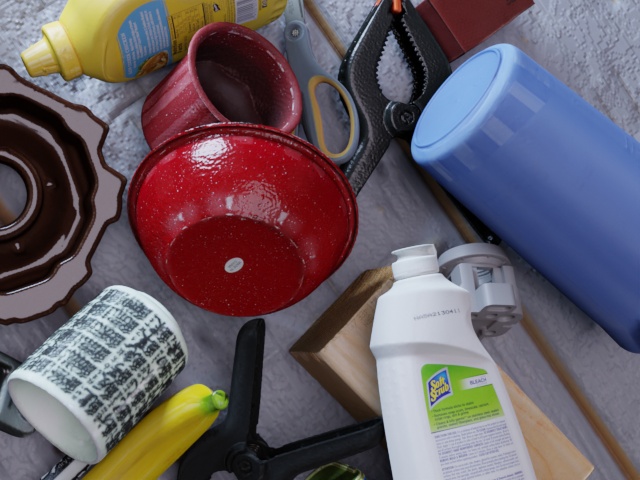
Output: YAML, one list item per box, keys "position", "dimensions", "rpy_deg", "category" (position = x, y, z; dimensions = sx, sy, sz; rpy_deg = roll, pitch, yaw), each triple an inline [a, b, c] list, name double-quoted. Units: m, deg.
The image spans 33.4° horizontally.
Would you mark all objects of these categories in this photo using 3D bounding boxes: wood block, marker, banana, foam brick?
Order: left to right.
- position: [-0.174, 0.158, 0.729]
  dimensions: [0.121, 0.020, 0.020]
  rpy_deg: [-43, 97, -29]
  category: "marker"
- position: [-0.134, 0.158, 0.716]
  dimensions: [0.198, 0.069, 0.037]
  rpy_deg: [-45, 84, 6]
  category: "banana"
- position: [0.086, 0.123, 0.785]
  dimensions: [0.206, 0.091, 0.090]
  rpy_deg: [46, 75, -8]
  category: "wood block"
- position: [0.118, -0.182, 0.843]
  dimensions: [0.078, 0.051, 0.053]
  rpy_deg: [-36, 96, -16]
  category: "foam brick"

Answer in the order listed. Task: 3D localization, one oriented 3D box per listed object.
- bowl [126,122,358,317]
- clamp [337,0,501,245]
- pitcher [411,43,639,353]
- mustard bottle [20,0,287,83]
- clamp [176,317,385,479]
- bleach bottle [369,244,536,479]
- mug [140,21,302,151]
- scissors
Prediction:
- position: [-0.055, 0.001, 0.721]
  dimensions: [0.162, 0.162, 0.055]
  rpy_deg: [20, 39, -14]
  category: "bowl"
- position: [0.052, -0.086, 0.822]
  dimensions: [0.164, 0.036, 0.210]
  rpy_deg: [-10, 90, -19]
  category: "clamp"
- position: [0.190, -0.040, 0.801]
  dimensions: [0.242, 0.149, 0.145]
  rpy_deg: [37, 86, -17]
  category: "pitcher"
- position: [-0.118, -0.159, 0.749]
  dimensions: [0.191, 0.096, 0.058]
  rpy_deg: [-26, 71, -14]
  category: "mustard bottle"
- position: [-0.051, 0.140, 0.738]
  dimensions: [0.171, 0.039, 0.120]
  rpy_deg: [-43, 80, 12]
  category: "clamp"
- position: [0.092, 0.127, 0.705]
  dimensions: [0.102, 0.068, 0.251]
  rpy_deg: [-7, 83, -30]
  category: "bleach bottle"
- position: [-0.071, -0.101, 0.758]
  dimensions: [0.093, 0.082, 0.117]
  rpy_deg: [34, 48, -22]
  category: "mug"
- position: [-0.033, -0.141, 0.810]
  dimensions: [0.096, 0.016, 0.202]
  rpy_deg: [-24, 74, 7]
  category: "scissors"
